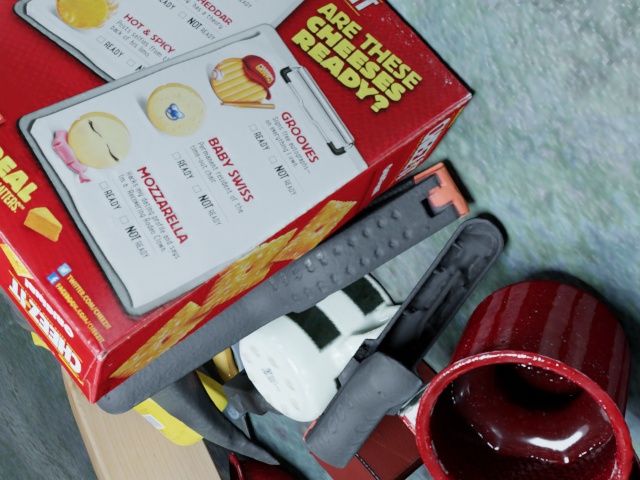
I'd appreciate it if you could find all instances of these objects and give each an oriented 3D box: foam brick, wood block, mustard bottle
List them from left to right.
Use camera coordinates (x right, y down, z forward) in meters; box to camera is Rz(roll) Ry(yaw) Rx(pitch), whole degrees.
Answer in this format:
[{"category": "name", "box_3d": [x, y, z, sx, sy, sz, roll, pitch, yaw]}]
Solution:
[{"category": "mustard bottle", "box_3d": [-0.168, 0.088, 0.850, 0.191, 0.058, 0.096, 38, 161, -13]}, {"category": "wood block", "box_3d": [-0.149, 0.196, 0.935, 0.206, 0.090, 0.090, 58, 158, 35]}, {"category": "foam brick", "box_3d": [0.042, 0.117, 0.650, 0.051, 0.078, 0.053, 47, 149, 17]}]

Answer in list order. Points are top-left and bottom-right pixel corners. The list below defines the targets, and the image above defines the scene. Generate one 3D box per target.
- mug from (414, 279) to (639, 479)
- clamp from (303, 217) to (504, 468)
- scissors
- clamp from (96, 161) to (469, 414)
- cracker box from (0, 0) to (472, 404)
[{"category": "mug", "box_3d": [0.107, 0.078, 0.490, 0.117, 0.081, 0.093, 42, 122, -3]}, {"category": "clamp", "box_3d": [0.037, 0.061, 0.552, 0.039, 0.120, 0.172, 41, 147, 5]}, {"category": "scissors", "box_3d": [-0.085, 0.124, 0.906, 0.096, 0.016, 0.202, 38, 147, 29]}, {"category": "clamp", "box_3d": [-0.019, 0.022, 0.567, 0.210, 0.164, 0.036, -28, 98, 34]}, {"category": "cracker box", "box_3d": [-0.065, -0.057, 0.484, 0.164, 0.213, 0.072, 49, 152, 10]}]
